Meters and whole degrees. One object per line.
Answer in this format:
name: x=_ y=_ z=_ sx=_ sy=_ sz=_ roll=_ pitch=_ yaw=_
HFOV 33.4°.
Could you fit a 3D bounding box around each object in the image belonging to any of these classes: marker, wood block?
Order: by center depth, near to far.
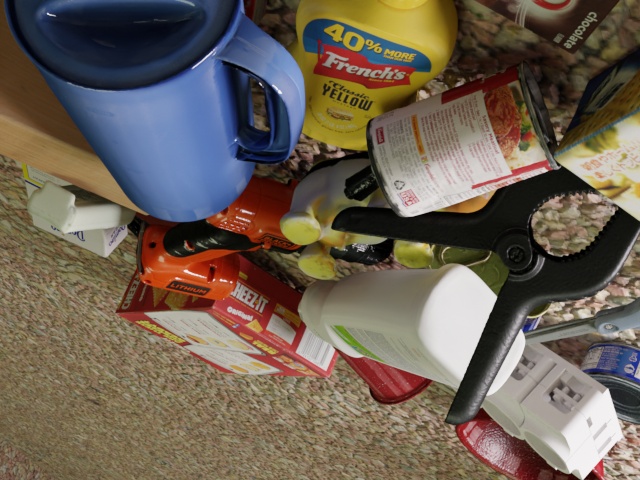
marker: x=0.063 y=-0.062 z=0.709 sx=0.121 sy=0.020 sz=0.020 roll=-35 pitch=118 yaw=28
wood block: x=-0.199 y=-0.104 z=0.841 sx=0.205 sy=0.091 sz=0.090 roll=24 pitch=161 yaw=-26

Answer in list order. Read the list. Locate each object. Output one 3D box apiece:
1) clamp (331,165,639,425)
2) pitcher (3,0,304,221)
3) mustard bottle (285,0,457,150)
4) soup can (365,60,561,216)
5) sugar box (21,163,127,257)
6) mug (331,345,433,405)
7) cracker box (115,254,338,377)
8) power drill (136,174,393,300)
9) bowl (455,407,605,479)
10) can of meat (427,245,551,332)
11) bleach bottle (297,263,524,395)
clamp: x=0.119 y=0.002 z=0.694 sx=0.164 sy=0.210 sz=0.036 roll=53 pitch=-162 yaw=3
pitcher: x=-0.095 y=-0.097 z=0.689 sx=0.243 sy=0.145 sz=0.149 roll=83 pitch=167 yaw=-70
mustard bottle: x=0.031 y=-0.123 z=0.651 sx=0.096 sy=0.058 sz=0.192 roll=20 pitch=156 yaw=-5
soup can: x=0.087 y=-0.060 z=0.651 sx=0.102 sy=0.068 sz=0.068 roll=-19 pitch=135 yaw=20
sugar box: x=-0.236 y=-0.071 z=1.012 sx=0.093 sy=0.048 sz=0.176 roll=23 pitch=141 yaw=16
mug: x=0.069 y=0.092 z=0.998 sx=0.117 sy=0.093 sz=0.081 roll=-12 pitch=129 yaw=45
cracker box: x=-0.100 y=0.084 z=1.167 sx=0.164 sy=0.072 sz=0.214 roll=34 pitch=157 yaw=-30
power drill: x=-0.056 y=0.001 z=0.912 sx=0.184 sy=0.057 sz=0.188 roll=19 pitch=152 yaw=-35
bowl: x=0.220 y=0.200 z=1.077 sx=0.162 sy=0.055 sz=0.162 roll=24 pitch=155 yaw=12
can of meat: x=0.134 y=0.037 z=0.856 sx=0.102 sy=0.057 sz=0.084 roll=24 pitch=157 yaw=11
bleach bottle: x=0.048 y=0.062 z=0.865 sx=0.102 sy=0.068 sz=0.251 roll=45 pitch=161 yaw=-23
